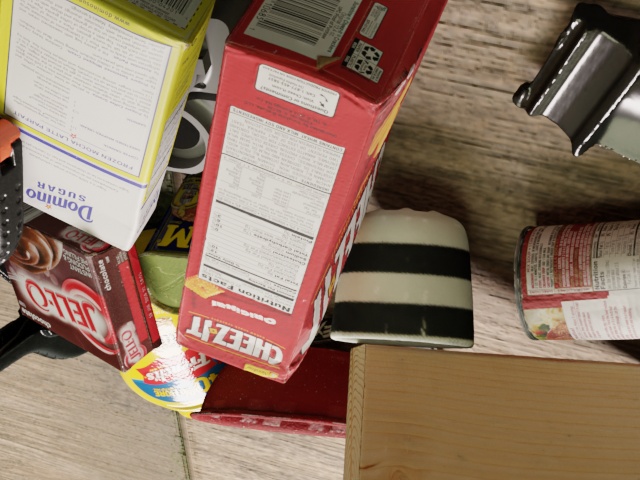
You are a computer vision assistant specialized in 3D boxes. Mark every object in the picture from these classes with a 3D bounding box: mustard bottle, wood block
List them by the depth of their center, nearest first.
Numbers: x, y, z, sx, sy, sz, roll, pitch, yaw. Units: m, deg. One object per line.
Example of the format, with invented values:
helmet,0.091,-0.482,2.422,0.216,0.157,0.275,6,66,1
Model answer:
wood block,0.122,0.117,0.654,0.206,0.091,0.090,4,172,-3
mustard bottle,-0.108,0.075,0.798,0.096,0.058,0.191,-13,137,0

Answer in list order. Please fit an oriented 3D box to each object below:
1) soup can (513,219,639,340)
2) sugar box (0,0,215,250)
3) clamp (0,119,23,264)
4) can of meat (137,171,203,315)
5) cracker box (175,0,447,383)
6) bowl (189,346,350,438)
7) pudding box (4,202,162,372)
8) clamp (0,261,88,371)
soup can,0.169,0.022,0.604,0.102,0.068,0.068,-4,134,29
sugar box,-0.119,-0.074,0.551,0.093,0.048,0.176,26,144,-2
clamp,-0.234,-0.018,0.614,0.164,0.036,0.210,44,136,-3
can of meat,-0.054,0.001,0.673,0.102,0.083,0.057,4,138,21
cracker box,0.001,-0.055,0.521,0.072,0.164,0.214,22,141,4
bowl,-0.012,0.109,0.771,0.162,0.055,0.162,5,167,1
pudding box,-0.155,0.022,0.669,0.114,0.039,0.090,23,134,39
clamp,-0.197,0.042,0.756,0.039,0.171,0.120,32,117,27
